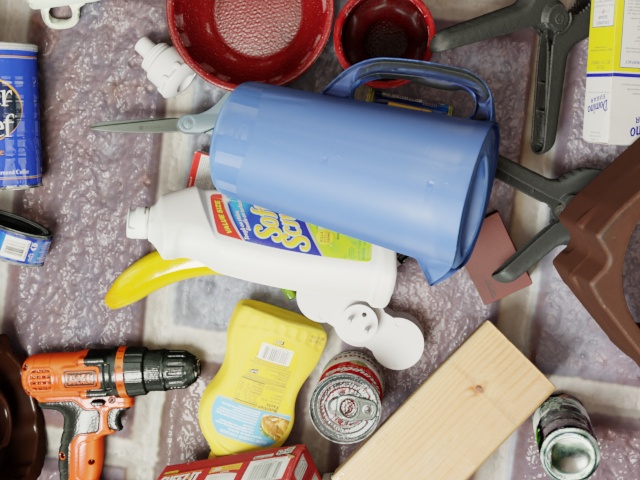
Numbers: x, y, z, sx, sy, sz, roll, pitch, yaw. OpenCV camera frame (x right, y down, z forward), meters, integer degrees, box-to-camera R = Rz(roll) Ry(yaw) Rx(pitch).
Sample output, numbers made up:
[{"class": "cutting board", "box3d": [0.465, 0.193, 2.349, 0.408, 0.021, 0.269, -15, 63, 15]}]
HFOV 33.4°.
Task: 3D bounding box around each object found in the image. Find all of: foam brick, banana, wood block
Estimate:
[{"class": "foam brick", "box3d": [0.165, 0.016, 1.035, 0.053, 0.051, 0.078, -25, 93, 9]}, {"class": "banana", "box3d": [-0.125, 0.032, 1.077, 0.198, 0.037, 0.069, -3, 96, 7]}, {"class": "wood block", "box3d": [0.116, 0.182, 1.017, 0.206, 0.090, 0.091, -45, 82, -2]}]

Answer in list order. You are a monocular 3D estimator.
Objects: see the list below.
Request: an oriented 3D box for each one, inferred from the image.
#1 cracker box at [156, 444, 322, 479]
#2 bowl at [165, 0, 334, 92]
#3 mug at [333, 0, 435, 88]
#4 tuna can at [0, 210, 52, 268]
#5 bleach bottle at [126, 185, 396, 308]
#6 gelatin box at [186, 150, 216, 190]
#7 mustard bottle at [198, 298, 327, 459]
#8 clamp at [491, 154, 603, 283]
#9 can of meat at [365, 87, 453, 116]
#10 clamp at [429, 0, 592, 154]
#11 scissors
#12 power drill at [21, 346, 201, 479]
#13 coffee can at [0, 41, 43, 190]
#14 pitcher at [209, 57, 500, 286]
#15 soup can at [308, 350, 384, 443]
[{"class": "cracker box", "box3d": [-0.054, 0.312, 1.047, 0.164, 0.072, 0.213, -15, 110, 24]}, {"class": "bowl", "box3d": [-0.065, -0.222, 1.031, 0.162, 0.055, 0.162, 1, 97, 6]}, {"class": "mug", "box3d": [0.057, -0.200, 1.006, 0.093, 0.081, 0.117, -24, 94, 8]}, {"class": "tuna can", "box3d": [-0.314, -0.004, 1.070, 0.086, 0.086, 0.034, 22, 97, 3]}, {"class": "bleach bottle", "box3d": [-0.057, 0.001, 1.007, 0.250, 0.068, 0.102, 6, 54, -6]}, {"class": "gelatin box", "box3d": [-0.090, -0.044, 1.068, 0.089, 0.030, 0.073, 15, 97, 4]}, {"class": "mustard bottle", "box3d": [-0.069, 0.161, 1.073, 0.096, 0.058, 0.192, 19, 99, -15]}, {"class": "clamp", "box3d": [0.224, -0.037, 1.004, 0.171, 0.039, 0.120, -15, 93, -18]}, {"class": "can of meat", "box3d": [0.078, -0.090, 1.030, 0.084, 0.057, 0.102, 12, 97, 3]}, {"class": "clamp", "box3d": [0.215, -0.196, 0.994, 0.210, 0.036, 0.164, -48, 116, -8]}, {"class": "scissors", "box3d": [-0.119, -0.132, 1.054, 0.202, 0.016, 0.096, 14, 84, 1]}, {"class": "power drill", "box3d": [-0.209, 0.201, 1.098, 0.184, 0.057, 0.188, -2, 95, 6]}, {"class": "coffee can", "box3d": [-0.328, -0.122, 1.049, 0.103, 0.102, 0.140, 0, 97, 6]}, {"class": "pitcher", "box3d": [0.033, -0.075, 0.945, 0.243, 0.149, 0.145, 16, 134, 16]}, {"class": "soup can", "box3d": [0.028, 0.150, 1.040, 0.068, 0.102, 0.068, 1, 97, 6]}]
